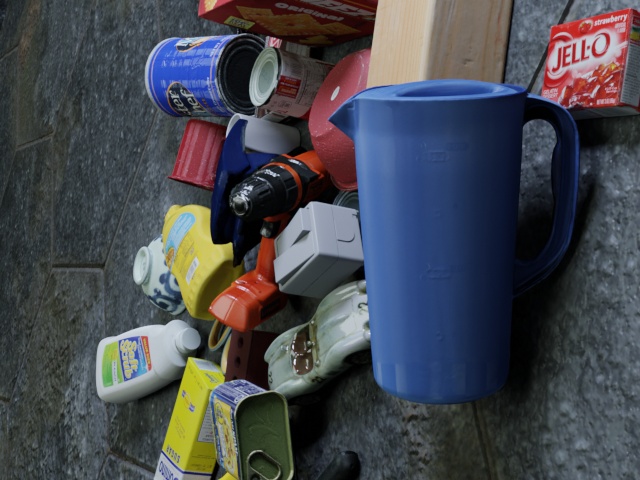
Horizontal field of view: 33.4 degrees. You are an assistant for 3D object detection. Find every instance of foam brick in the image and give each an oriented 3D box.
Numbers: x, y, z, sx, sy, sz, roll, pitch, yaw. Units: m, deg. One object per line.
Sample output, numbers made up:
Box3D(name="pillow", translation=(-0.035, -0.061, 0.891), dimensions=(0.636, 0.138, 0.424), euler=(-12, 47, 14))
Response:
Box3D(name="foam brick", translation=(-0.072, 0.140, 1.199), dimensions=(0.053, 0.051, 0.078), euler=(-2, 79, 61))

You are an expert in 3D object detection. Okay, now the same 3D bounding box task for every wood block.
Box3D(name="wood block", translation=(0.103, -0.159, 0.946), dimensions=(0.091, 0.090, 0.206), euler=(-1, 80, 60))

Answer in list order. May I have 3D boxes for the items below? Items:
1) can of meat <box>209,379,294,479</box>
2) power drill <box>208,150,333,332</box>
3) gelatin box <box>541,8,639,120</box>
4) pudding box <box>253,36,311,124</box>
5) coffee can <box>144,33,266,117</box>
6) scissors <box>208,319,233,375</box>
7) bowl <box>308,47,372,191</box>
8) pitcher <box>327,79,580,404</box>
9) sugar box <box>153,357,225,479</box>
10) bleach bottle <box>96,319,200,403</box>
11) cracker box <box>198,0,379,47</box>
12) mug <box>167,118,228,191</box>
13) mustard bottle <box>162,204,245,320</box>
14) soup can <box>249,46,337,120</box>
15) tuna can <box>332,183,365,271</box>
Box3D(name="can of meat", translation=(-0.073, 0.198, 1.094), dimensions=(0.084, 0.057, 0.102), euler=(8, 106, 64))
Box3D(name="power drill", translation=(-0.057, 0.001, 1.122), dimensions=(0.057, 0.184, 0.188), euler=(31, 117, 18))
Box3D(name="gelatin box", translation=(0.207, -0.131, 0.808), dimensions=(0.089, 0.030, 0.073), euler=(4, 84, 61))
Box3D(name="pudding box", translation=(-0.044, -0.197, 1.262), dimensions=(0.090, 0.039, 0.113), euler=(166, 111, -71))
Box3D(name="coffee can", translation=(-0.138, -0.205, 1.341), dimensions=(0.141, 0.102, 0.103), euler=(7, 87, 44))
Box3D(name="scissors", translation=(-0.086, 0.088, 1.280), dimensions=(0.202, 0.016, 0.096), euler=(-50, 42, 42))
Box3D(name="bowl", translation=(0.036, -0.132, 1.056), dimensions=(0.162, 0.055, 0.162), euler=(-45, 30, 35))
Box3D(name="pitcher", translation=(0.103, -0.002, 0.827), dimensions=(0.149, 0.144, 0.243), euler=(13, 111, 49))
Box3D(name="sugar box", translation=(-0.158, 0.244, 1.324), dimensions=(0.093, 0.048, 0.176), euler=(41, 115, 62))
Box3D(name="bleach bottle", translation=(-0.235, 0.157, 1.480), dimensions=(0.251, 0.068, 0.102), euler=(-30, 56, 52))
Box3D(name="cracker box", translation=(-0.010, -0.259, 1.106), dimensions=(0.214, 0.164, 0.072), euler=(4, 86, 62))
Box3D(name="mug", translation=(-0.136, -0.106, 1.361), dimensions=(0.117, 0.093, 0.081), euler=(13, 87, 65))
Box3D(name="mustard bottle", translation=(-0.157, 0.010, 1.348), dimensions=(0.096, 0.058, 0.192), euler=(-63, 36, 21))
Box3D(name="soup can", translation=(-0.017, -0.165, 1.150), dimensions=(0.069, 0.102, 0.068), euler=(-28, 57, 55))
Box3D(name="tuna can", translation=(0.041, -0.012, 1.066), dimensions=(0.086, 0.033, 0.086), euler=(-29, 56, 55))
